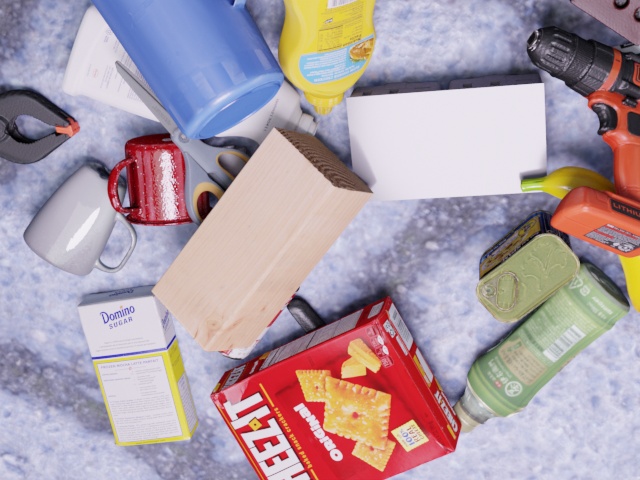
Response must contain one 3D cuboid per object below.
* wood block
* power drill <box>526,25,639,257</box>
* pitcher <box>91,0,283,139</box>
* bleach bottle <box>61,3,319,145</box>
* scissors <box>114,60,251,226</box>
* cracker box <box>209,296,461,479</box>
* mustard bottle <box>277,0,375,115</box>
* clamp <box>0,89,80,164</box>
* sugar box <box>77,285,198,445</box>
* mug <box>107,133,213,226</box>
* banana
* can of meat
[{"bbox_3d":[-0.056,0.001,1.037,0.091,0.090,0.206,45,108,21],"label":"wood block"},{"bbox_3d":[0.259,-0.091,0.967,0.184,0.187,0.057,20,156,-17],"label":"power drill"},{"bbox_3d":[-0.130,-0.224,0.972,0.144,0.149,0.243,-31,86,-17],"label":"pitcher"},{"bbox_3d":[-0.124,-0.148,1.072,0.251,0.068,0.103,23,112,-3],"label":"bleach bottle"},{"bbox_3d":[-0.138,-0.081,1.038,0.201,0.016,0.096,32,80,-31],"label":"scissors"},{"bbox_3d":[0.016,0.179,1.124,0.214,0.072,0.164,-26,99,20],"label":"cracker box"},{"bbox_3d":[0.007,-0.195,1.010,0.096,0.058,0.192,-21,143,-20],"label":"mustard bottle"},{"bbox_3d":[-0.343,-0.129,1.124,0.171,0.039,0.120,-7,113,4],"label":"clamp"},{"bbox_3d":[-0.203,0.141,1.197,0.093,0.048,0.176,-8,105,11],"label":"sugar box"},{"bbox_3d":[-0.166,-0.062,1.085,0.093,0.117,0.081,13,112,47],"label":"mug"},{"bbox_3d":[0.280,-0.009,1.028,0.197,0.037,0.070,44,132,-16],"label":"banana"},{"bbox_3d":[0.206,0.024,1.072,0.102,0.084,0.057,-41,100,19],"label":"can of meat"}]
